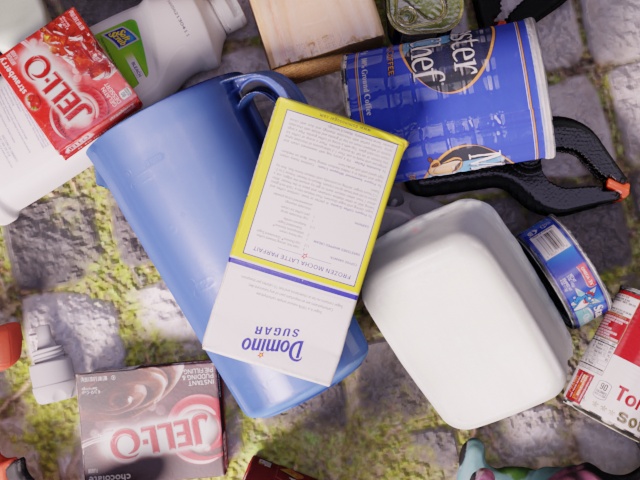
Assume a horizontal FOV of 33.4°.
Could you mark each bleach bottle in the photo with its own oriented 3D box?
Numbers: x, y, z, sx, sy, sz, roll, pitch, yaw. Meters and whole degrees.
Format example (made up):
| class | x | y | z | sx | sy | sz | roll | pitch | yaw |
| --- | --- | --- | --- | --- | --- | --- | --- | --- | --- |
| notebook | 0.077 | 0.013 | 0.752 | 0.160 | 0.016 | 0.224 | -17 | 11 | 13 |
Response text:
| class | x | y | z | sx | sy | sz | roll | pitch | yaw |
| --- | --- | --- | --- | --- | --- | --- | --- | --- | --- |
| bleach bottle | -0.169 | -0.116 | 0.840 | 0.251 | 0.068 | 0.102 | -29 | 83 | -1 |

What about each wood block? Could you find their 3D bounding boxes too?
| class | x | y | z | sx | sy | sz | roll | pitch | yaw |
| --- | --- | --- | --- | --- | --- | --- | --- | --- | --- |
| wood block | -0.024 | -0.234 | 0.825 | 0.090 | 0.091 | 0.206 | -17 | 88 | 0 |

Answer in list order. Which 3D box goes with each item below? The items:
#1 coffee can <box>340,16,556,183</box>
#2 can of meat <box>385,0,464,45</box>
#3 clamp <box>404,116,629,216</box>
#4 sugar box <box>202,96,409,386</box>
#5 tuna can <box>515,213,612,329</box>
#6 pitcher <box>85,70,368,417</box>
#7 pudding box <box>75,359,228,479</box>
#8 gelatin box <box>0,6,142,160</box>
| class | x | y | z | sx | sy | sz | roll | pitch | yaw |
| --- | --- | --- | --- | --- | --- | --- | --- | --- | --- |
| coffee can | 0.094 | -0.099 | 0.783 | 0.140 | 0.102 | 0.103 | -9 | 88 | 10 |
| can of meat | 0.076 | -0.201 | 0.823 | 0.057 | 0.084 | 0.102 | -4 | 88 | 1 |
| clamp | 0.161 | -0.078 | 0.841 | 0.171 | 0.039 | 0.120 | 13 | 94 | 5 |
| sugar box | -0.012 | 0.001 | 0.724 | 0.093 | 0.048 | 0.176 | 18 | 95 | -5 |
| tuna can | 0.184 | 0.025 | 0.813 | 0.034 | 0.086 | 0.086 | -32 | 88 | 2 |
| pitcher | -0.055 | 0.001 | 0.798 | 0.144 | 0.149 | 0.243 | -29 | 91 | -18 |
| pudding box | -0.132 | 0.143 | 0.843 | 0.113 | 0.039 | 0.090 | -5 | 89 | 2 |
| gelatin box | -0.187 | -0.116 | 0.794 | 0.073 | 0.030 | 0.089 | -35 | 83 | -4 |
